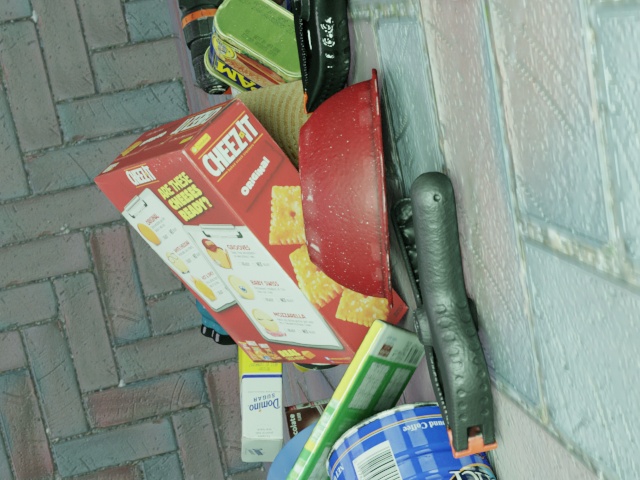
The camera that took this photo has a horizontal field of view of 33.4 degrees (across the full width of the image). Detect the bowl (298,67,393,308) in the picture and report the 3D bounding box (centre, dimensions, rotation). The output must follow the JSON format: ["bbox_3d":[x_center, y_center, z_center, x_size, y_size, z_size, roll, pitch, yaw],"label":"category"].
[{"bbox_3d":[0.017,-0.033,0.718,0.162,0.055,0.162,-4,-90,-87],"label":"bowl"}]

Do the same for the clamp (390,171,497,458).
[{"bbox_3d":[0.074,0.043,0.655,0.120,0.039,0.171,-72,-27,-86],"label":"clamp"}]

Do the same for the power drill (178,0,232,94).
[{"bbox_3d":[-0.114,-0.227,1.183,0.187,0.057,0.184,72,-170,-78],"label":"power drill"}]

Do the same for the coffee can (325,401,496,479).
[{"bbox_3d":[0.070,0.186,0.658,0.103,0.102,0.140,88,166,-49],"label":"coffee can"}]

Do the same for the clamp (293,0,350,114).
[{"bbox_3d":[0.002,-0.180,0.782,0.164,0.036,0.210,-114,18,-54],"label":"clamp"}]

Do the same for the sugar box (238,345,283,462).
[{"bbox_3d":[-0.060,0.125,1.069,0.093,0.048,0.176,99,173,-65],"label":"sugar box"}]

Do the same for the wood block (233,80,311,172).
[{"bbox_3d":[-0.026,-0.055,0.956,0.206,0.090,0.090,103,153,-70],"label":"wood block"}]

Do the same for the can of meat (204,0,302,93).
[{"bbox_3d":[-0.048,-0.165,0.934,0.057,0.102,0.084,-58,0,-17],"label":"can of meat"}]

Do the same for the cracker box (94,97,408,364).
[{"bbox_3d":[-0.055,0.001,0.833,0.213,0.072,0.164,51,151,-19],"label":"cracker box"}]
